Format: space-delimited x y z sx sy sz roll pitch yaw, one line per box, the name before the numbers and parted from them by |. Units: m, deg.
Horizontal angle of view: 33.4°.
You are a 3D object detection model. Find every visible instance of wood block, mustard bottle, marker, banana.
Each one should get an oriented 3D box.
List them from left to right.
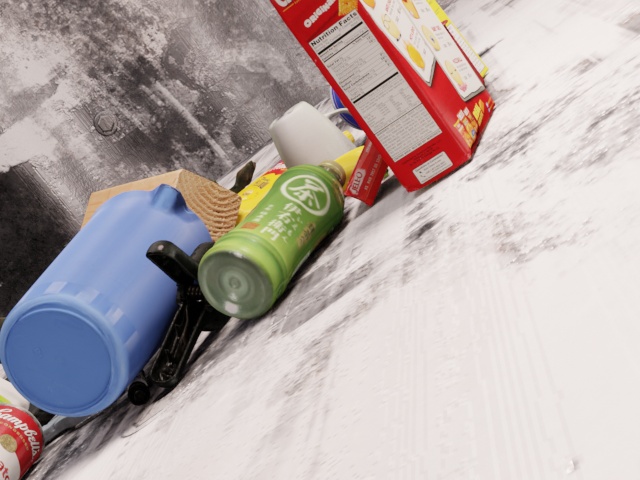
marker | -0.161 0.125 0.932 0.020 0.020 0.121 -39 9 -8
wood block | -0.196 -0.015 1.260 0.207 0.090 0.091 -7 64 50
mustard bottle | -0.034 -0.069 1.290 0.191 0.058 0.096 -39 22 -14
banana | 0.004 -0.053 1.132 0.198 0.037 0.069 -31 11 38

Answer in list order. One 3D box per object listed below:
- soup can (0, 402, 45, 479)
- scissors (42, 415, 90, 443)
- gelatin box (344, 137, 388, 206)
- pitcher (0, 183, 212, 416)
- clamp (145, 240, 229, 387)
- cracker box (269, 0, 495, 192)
soup can | -0.298 0.198 0.949 0.069 0.068 0.102 -35 10 20
scissors | -0.256 0.177 1.061 0.202 0.016 0.096 -33 8 32
gelatin box | 0.052 -0.079 0.995 0.089 0.030 0.073 -62 -5 -71
pitcher | -0.187 0.062 0.941 0.145 0.149 0.242 -17 16 15
clamp | -0.106 0.037 0.911 0.039 0.120 0.171 9 23 12
cracker box | 0.054 -0.162 0.905 0.072 0.213 0.164 -33 10 26
